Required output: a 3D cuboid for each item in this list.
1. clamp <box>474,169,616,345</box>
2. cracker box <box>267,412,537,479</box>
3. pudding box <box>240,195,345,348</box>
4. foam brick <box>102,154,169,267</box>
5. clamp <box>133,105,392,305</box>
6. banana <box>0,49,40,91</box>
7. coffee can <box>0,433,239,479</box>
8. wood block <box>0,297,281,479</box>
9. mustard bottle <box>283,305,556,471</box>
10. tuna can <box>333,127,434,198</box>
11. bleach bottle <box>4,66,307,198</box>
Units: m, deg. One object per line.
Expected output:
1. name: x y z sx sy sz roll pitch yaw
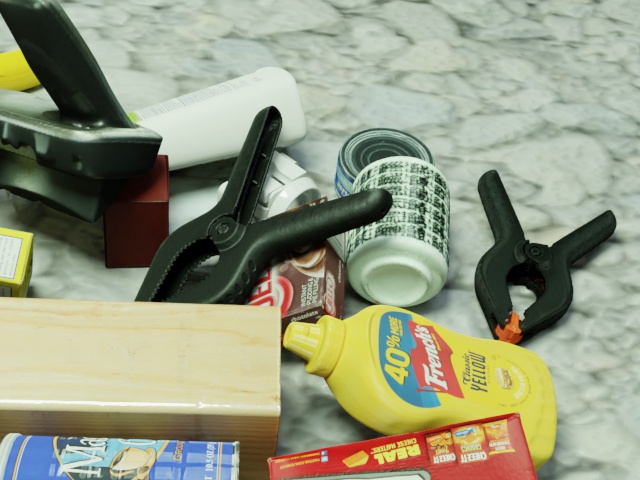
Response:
1. clamp: 0.162 0.011 0.868 0.120 0.039 0.171 23 49 17
2. cracker box: 0.061 0.219 0.620 0.164 0.072 0.213 -11 48 4
3. pudding box: -0.027 0.028 0.804 0.090 0.039 0.113 -19 40 22
4. foam brick: -0.145 -0.022 0.839 0.051 0.078 0.053 0 47 -9
5. clamp: -0.055 0.001 0.791 0.210 0.036 0.165 -49 46 -10
6. banana: -0.319 -0.154 0.976 0.197 0.037 0.070 -13 32 -20
7. coffee can: -0.121 0.170 0.642 0.140 0.103 0.103 3 47 -4
8. wood block: -0.132 0.101 0.714 0.206 0.091 0.090 3 47 -4
9. mustard bottle: 0.065 0.093 0.729 0.191 0.058 0.096 19 44 -14
10. tuna can: 0.056 -0.059 0.926 0.086 0.034 0.086 3 47 -4
11. bleach bottle: -0.143 -0.084 0.900 0.250 0.068 0.103 -17 14 -13
